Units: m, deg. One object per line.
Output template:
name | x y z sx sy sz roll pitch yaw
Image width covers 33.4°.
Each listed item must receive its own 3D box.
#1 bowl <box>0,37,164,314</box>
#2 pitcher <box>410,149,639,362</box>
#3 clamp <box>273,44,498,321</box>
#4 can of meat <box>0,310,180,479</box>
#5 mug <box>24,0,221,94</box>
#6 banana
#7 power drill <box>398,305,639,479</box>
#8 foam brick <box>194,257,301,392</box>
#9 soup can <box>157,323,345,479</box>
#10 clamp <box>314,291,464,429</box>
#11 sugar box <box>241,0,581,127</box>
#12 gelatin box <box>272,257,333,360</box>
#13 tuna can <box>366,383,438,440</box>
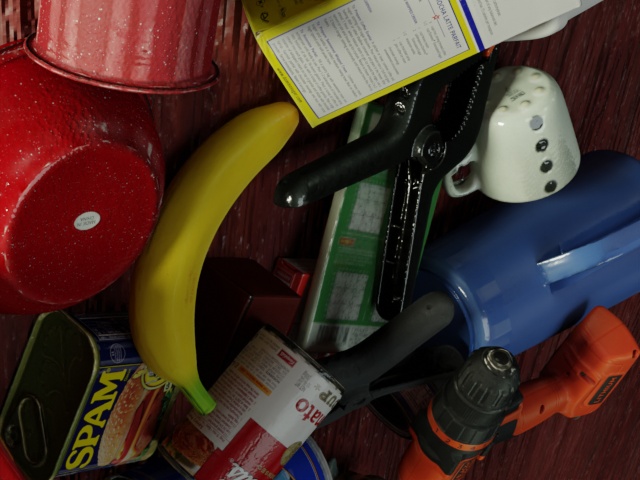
bowl | -0.135 -0.020 0.547 0.161 0.055 0.162 -30 138 -32
pitcher | 0.183 0.019 0.885 0.242 0.145 0.149 -24 138 -32
clamp | 0.056 -0.065 0.720 0.164 0.036 0.210 38 77 -49
can of meat | -0.133 0.090 0.640 0.083 0.058 0.102 2 117 -53
mug | -0.083 -0.126 0.502 0.117 0.093 0.081 -59 164 -64
banana | -0.068 -0.003 0.623 0.069 0.037 0.198 27 72 -36
power drill | 0.154 0.115 0.817 0.187 0.057 0.185 -19 151 -29
foam brick | -0.059 0.056 0.702 0.051 0.053 0.078 1 118 -50
soup can | -0.042 0.110 0.660 0.102 0.069 0.068 -49 145 -8
clamp | 0.024 0.090 0.734 0.171 0.039 0.120 -22 146 -10
sugar box | 0.053 -0.138 0.610 0.176 0.048 0.093 -25 146 9
gelatin box | -0.006 0.051 0.779 0.089 0.030 0.073 2 114 -50
tuna can | 0.059 0.120 0.865 0.033 0.086 0.086 -40 142 -18
